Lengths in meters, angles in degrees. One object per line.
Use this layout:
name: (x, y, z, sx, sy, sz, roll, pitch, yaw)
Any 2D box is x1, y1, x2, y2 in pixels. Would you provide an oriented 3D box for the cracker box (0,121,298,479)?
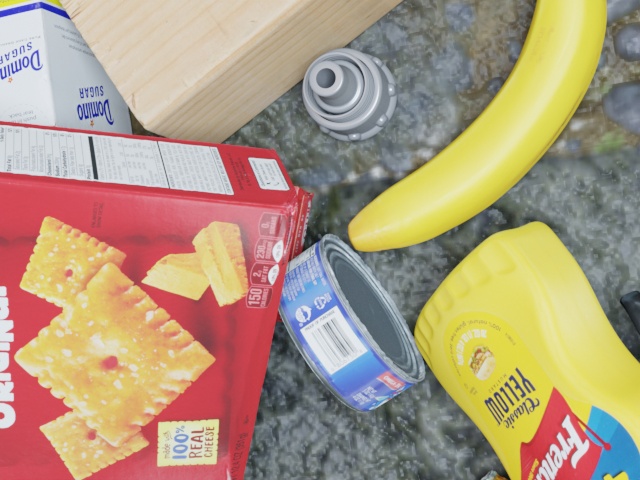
cracker box: (-0.129, 0.035, 0.484, 0.213, 0.072, 0.164, 4, 116, -18)

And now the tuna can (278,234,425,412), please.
tuna can: (0.014, 0.041, 0.529, 0.034, 0.086, 0.086, -35, 79, 13)

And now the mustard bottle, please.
mustard bottle: (0.120, 0.092, 0.479, 0.192, 0.058, 0.096, 57, 140, 23)

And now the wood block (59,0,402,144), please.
wood block: (-0.017, -0.146, 0.542, 0.206, 0.090, 0.091, -36, 78, 12)

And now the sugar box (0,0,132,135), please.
sugar box: (-0.148, -0.137, 0.577, 0.048, 0.093, 0.176, -7, 86, 16)

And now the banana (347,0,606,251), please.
banana: (0.089, -0.068, 0.536, 0.070, 0.037, 0.198, 31, 97, 16)
